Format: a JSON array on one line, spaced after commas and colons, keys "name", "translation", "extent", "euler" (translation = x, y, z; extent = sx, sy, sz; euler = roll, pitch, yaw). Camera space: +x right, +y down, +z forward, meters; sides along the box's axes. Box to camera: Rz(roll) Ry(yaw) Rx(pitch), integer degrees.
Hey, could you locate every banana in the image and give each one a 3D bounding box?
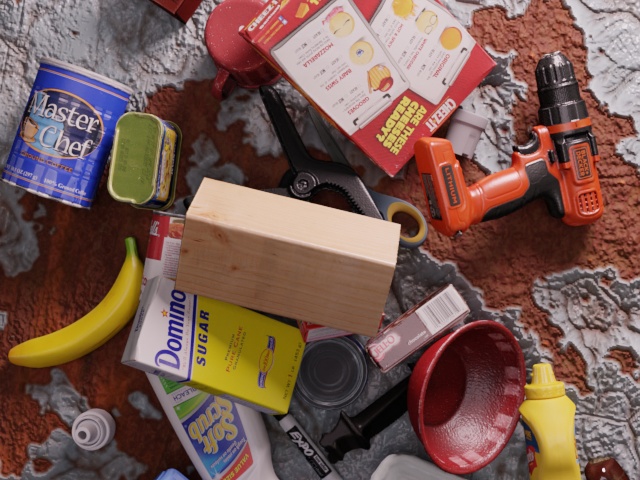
[{"name": "banana", "translation": [-0.257, 0.087, 1.183], "extent": [0.198, 0.037, 0.070], "euler": [-43, 68, 2]}]

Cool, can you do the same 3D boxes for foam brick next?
[{"name": "foam brick", "translation": [-0.171, -0.284, 1.173], "extent": [0.078, 0.051, 0.053], "euler": [36, 93, 5]}]

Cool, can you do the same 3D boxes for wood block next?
[{"name": "wood block", "translation": [-0.032, 0.017, 1.067], "extent": [0.206, 0.090, 0.090], "euler": [13, 119, 0]}]

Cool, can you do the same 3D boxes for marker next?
[{"name": "marker", "translation": [-0.020, 0.218, 1.164], "extent": [0.020, 0.020, 0.121], "euler": [-38, 86, 3]}]

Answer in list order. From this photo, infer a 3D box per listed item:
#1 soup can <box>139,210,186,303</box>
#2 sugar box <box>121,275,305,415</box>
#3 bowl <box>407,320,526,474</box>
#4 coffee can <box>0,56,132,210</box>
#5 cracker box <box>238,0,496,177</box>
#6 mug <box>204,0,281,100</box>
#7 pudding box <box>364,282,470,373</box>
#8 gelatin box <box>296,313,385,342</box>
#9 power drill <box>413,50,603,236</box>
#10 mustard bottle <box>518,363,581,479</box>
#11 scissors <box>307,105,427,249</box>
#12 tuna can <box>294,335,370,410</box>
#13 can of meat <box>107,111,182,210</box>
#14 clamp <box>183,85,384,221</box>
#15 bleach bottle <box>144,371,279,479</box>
[{"name": "soup can", "translation": [-0.156, 0.023, 1.157], "extent": [0.068, 0.068, 0.102], "euler": [9, 90, 5]}, {"name": "sugar box", "translation": [-0.106, 0.109, 1.096], "extent": [0.176, 0.048, 0.093], "euler": [23, 70, -24]}, {"name": "bowl", "translation": [0.141, 0.158, 1.108], "extent": [0.055, 0.161, 0.162], "euler": [11, 90, 49]}, {"name": "coffee can", "translation": [-0.274, -0.115, 1.153], "extent": [0.103, 0.103, 0.140], "euler": [19, 91, 5]}, {"name": "cracker box", "translation": [0.049, -0.197, 1.097], "extent": [0.164, 0.072, 0.213], "euler": [-47, 116, 3]}, {"name": "mug", "translation": [-0.085, -0.204, 1.148], "extent": [0.093, 0.081, 0.117], "euler": [32, 92, 5]}, {"name": "pudding box", "translation": [0.101, 0.090, 1.120], "extent": [0.113, 0.090, 0.039], "euler": [-34, 88, 3]}, {"name": "gelatin box", "translation": [0.015, 0.064, 1.130], "extent": [0.089, 0.030, 0.073], "euler": [-9, 54, -15]}, {"name": "power drill", "translation": [0.196, -0.090, 1.106], "extent": [0.187, 0.057, 0.184], "euler": [-14, 95, -9]}, {"name": "mustard bottle", "translation": [0.239, 0.223, 1.101], "extent": [0.058, 0.096, 0.191], "euler": [-6, 88, 5]}, {"name": "scissors", "translation": [0.054, -0.063, 1.163], "extent": [0.096, 0.016, 0.202], "euler": [-11, 77, -11]}, {"name": "tuna can", "translation": [0.010, 0.140, 1.156], "extent": [0.086, 0.033, 0.086], "euler": [0, 89, 5]}, {"name": "can of meat", "translation": [-0.190, -0.085, 1.154], "extent": [0.057, 0.084, 0.102], "euler": [7, 90, 5]}, {"name": "clamp", "translation": [-0.019, -0.065, 1.134], "extent": [0.210, 0.036, 0.164], "euler": [23, 77, 5]}, {"name": "bleach bottle", "translation": [-0.099, 0.204, 1.152], "extent": [0.102, 0.068, 0.251], "euler": [-29, 89, 5]}]
